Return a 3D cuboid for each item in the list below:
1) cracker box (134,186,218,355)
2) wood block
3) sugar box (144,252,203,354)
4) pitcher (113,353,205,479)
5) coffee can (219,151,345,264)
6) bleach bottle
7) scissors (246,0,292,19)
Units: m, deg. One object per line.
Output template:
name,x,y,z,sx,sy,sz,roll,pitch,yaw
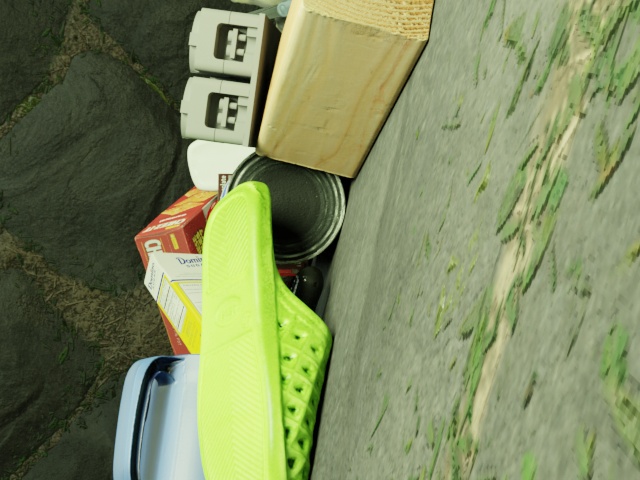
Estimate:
cracker box,-0.137,0.031,1.304,0.213,0.072,0.164,-55,-50,-67
wood block,0.015,-0.140,0.805,0.206,0.090,0.091,118,163,-64
sugar box,-0.109,0.071,1.103,0.176,0.093,0.048,43,123,52
pitcher,-0.115,0.226,0.930,0.145,0.149,0.242,115,164,-58
coffee can,-0.038,-0.030,0.962,0.140,0.102,0.103,174,110,-83
bleach bottle,-0.069,-0.109,1.329,0.250,0.103,0.068,-25,-75,-69
scissors,-0.038,-0.300,1.295,0.016,0.202,0.096,-27,-57,-38
